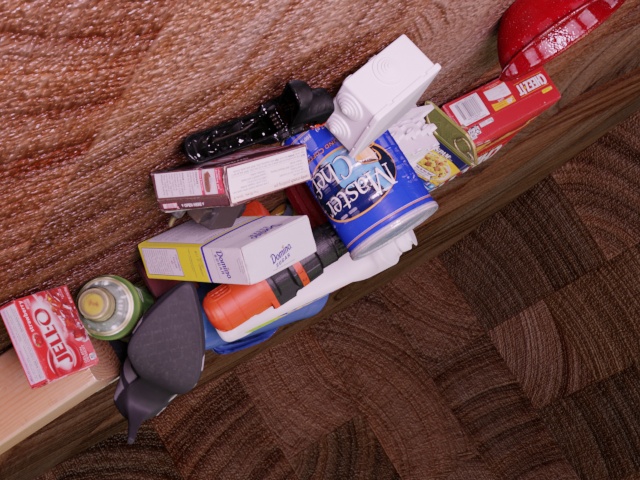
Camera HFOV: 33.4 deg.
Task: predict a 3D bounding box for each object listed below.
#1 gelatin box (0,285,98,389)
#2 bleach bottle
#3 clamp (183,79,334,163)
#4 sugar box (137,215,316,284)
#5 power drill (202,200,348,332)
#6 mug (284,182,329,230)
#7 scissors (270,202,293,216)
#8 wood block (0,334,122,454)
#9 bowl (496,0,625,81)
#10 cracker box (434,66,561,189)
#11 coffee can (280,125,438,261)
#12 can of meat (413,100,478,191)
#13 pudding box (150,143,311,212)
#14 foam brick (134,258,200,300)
[{"bbox_3d":[-0.270,0.096,1.067,0.030,0.089,0.073,-26,176,33],"label":"gelatin box"},{"bbox_3d":[-0.006,0.041,1.269,0.251,0.068,0.102,-24,179,16],"label":"bleach bottle"},{"bbox_3d":[-0.044,-0.100,0.916,0.120,0.039,0.171,-19,179,15],"label":"clamp"},{"bbox_3d":[-0.097,0.008,1.090,0.093,0.048,0.177,-28,-159,-38],"label":"sugar box"},{"bbox_3d":[-0.062,0.013,1.181,0.184,0.057,0.188,-31,-157,-8],"label":"power drill"},{"bbox_3d":[0.019,-0.054,1.290,0.117,0.081,0.093,-34,172,19],"label":"mug"},{"bbox_3d":[-0.058,0.002,1.286,0.096,0.016,0.202,-42,-160,-3],"label":"scissors"},{"bbox_3d":[-0.350,0.177,1.268,0.206,0.091,0.090,-33,173,11],"label":"wood block"},{"bbox_3d":[0.243,-0.235,1.121,0.162,0.055,0.162,-31,172,-5],"label":"bowl"},{"bbox_3d":[0.211,-0.151,1.480,0.164,0.072,0.214,-28,172,-21],"label":"cracker box"},{"bbox_3d":[0.039,-0.065,1.081,0.102,0.140,0.103,-31,172,-5],"label":"coffee can"},{"bbox_3d":[0.132,-0.112,1.328,0.084,0.057,0.102,-33,130,30],"label":"can of meat"},{"bbox_3d":[-0.077,-0.056,0.936,0.090,0.039,0.113,-3,-166,39],"label":"pudding box"},{"bbox_3d":[-0.175,0.040,1.234,0.051,0.053,0.078,-31,173,-6],"label":"foam brick"}]
